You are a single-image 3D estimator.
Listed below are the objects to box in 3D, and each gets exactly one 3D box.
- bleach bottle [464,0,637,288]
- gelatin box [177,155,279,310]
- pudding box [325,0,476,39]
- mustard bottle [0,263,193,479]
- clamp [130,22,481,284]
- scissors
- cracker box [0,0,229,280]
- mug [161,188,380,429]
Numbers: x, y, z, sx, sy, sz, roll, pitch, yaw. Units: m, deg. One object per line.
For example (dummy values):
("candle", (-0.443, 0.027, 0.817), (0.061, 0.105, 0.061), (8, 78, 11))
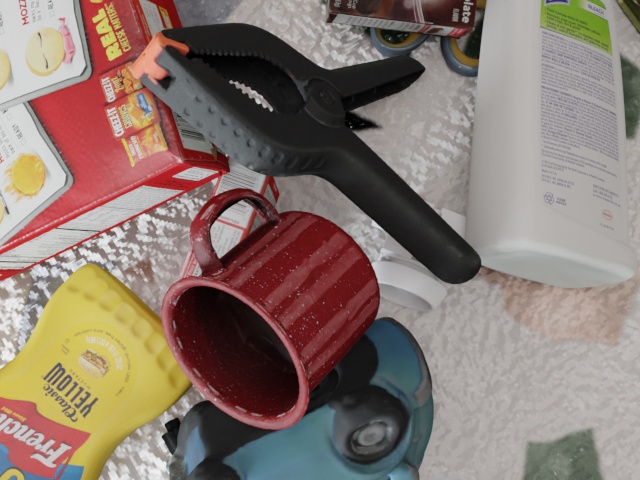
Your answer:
("bleach bottle", (0.143, -0.104, 0.643), (0.102, 0.068, 0.251), (15, 73, -32))
("gelatin box", (-0.054, 0.001, 0.630), (0.030, 0.073, 0.089), (20, 83, 5))
("pudding box", (0.051, -0.184, 0.644), (0.090, 0.039, 0.113), (5, 92, -7))
("mustard bottle", (-0.165, 0.112, 0.623), (0.096, 0.058, 0.191), (43, 85, 2))
("clamp", (0.000, -0.058, 0.575), (0.209, 0.036, 0.164), (11, 49, -38))
("scissors", (0.112, -0.189, 0.685), (0.096, 0.016, 0.201), (38, 84, 5))
("cracker box", (-0.175, -0.074, 0.614), (0.214, 0.072, 0.164), (-24, 79, 19))
("mug", (-0.027, 0.027, 0.555), (0.081, 0.093, 0.117), (-42, 111, -40))
